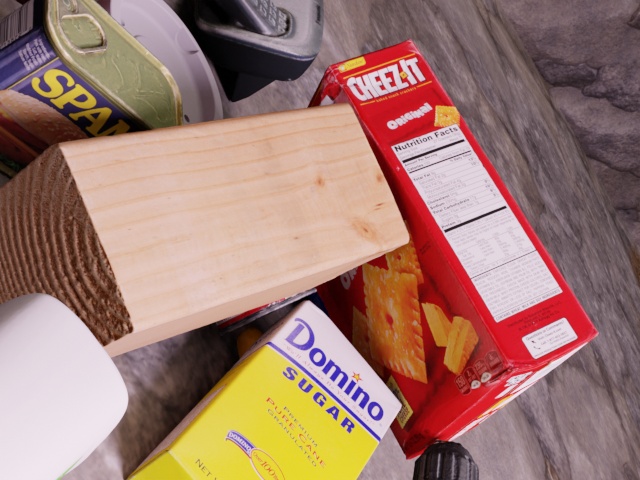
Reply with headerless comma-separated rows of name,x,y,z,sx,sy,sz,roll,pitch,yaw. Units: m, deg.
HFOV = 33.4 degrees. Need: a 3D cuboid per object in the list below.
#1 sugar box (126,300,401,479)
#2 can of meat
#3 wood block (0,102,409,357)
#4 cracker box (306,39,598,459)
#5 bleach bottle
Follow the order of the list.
sugar box,-0.023,0.111,0.597,0.093,0.048,0.176,49,35,-4
can of meat,-0.135,-0.073,0.550,0.102,0.084,0.057,41,31,-46
wood block,-0.060,-0.006,0.553,0.205,0.091,0.090,-17,81,-49
cracker box,0.055,0.011,0.672,0.072,0.164,0.214,-21,71,-27
bleach bottle,-0.156,0.102,0.306,0.068,0.103,0.250,53,28,-6
